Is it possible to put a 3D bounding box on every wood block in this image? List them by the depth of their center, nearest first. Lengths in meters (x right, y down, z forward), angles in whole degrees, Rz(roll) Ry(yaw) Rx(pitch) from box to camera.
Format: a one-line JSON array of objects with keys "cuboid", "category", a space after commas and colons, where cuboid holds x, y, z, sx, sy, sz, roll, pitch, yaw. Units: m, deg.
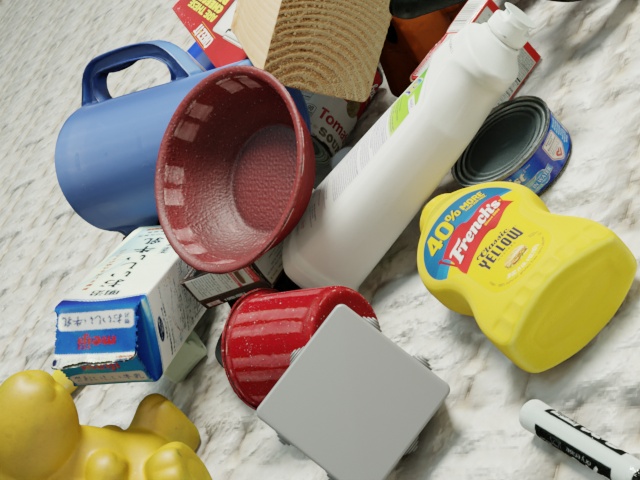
[{"cuboid": [-0.013, -0.193, 0.911, 0.206, 0.090, 0.091, -118, 41, -66], "category": "wood block"}]

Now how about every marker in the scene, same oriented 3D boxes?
[{"cuboid": [0.148, 0.114, 0.565, 0.020, 0.020, 0.121, -51, 28, -6], "category": "marker"}]

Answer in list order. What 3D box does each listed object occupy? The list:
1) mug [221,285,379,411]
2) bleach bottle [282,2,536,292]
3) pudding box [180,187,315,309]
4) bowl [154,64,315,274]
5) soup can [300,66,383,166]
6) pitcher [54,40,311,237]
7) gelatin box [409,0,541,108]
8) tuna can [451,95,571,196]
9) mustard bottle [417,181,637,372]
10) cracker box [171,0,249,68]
[{"cuboid": [-0.010, 0.088, 0.762, 0.082, 0.093, 0.117, -10, 75, 43], "category": "mug"}, {"cuboid": [0.068, -0.068, 0.797, 0.251, 0.068, 0.102, -50, 19, 27], "category": "bleach bottle"}, {"cuboid": [-0.056, 0.001, 0.908, 0.090, 0.039, 0.113, -21, 29, 43], "category": "pudding box"}, {"cuboid": [-0.057, -0.052, 0.832, 0.162, 0.055, 0.162, -7, 80, 40], "category": "bowl"}, {"cuboid": [0.007, -0.130, 1.021, 0.069, 0.068, 0.102, 3, 57, 56], "category": "soup can"}, {"cuboid": [-0.131, -0.099, 0.993, 0.243, 0.149, 0.145, -11, 52, 42], "category": "pitcher"}, {"cuboid": [0.125, -0.139, 0.860, 0.089, 0.073, 0.030, -53, 27, -8], "category": "gelatin box"}, {"cuboid": [0.140, -0.063, 0.784, 0.086, 0.033, 0.086, -35, 31, 24], "category": "tuna can"}, {"cuboid": [0.116, 0.009, 0.703, 0.096, 0.058, 0.192, -48, 27, 0], "category": "mustard bottle"}, {"cuboid": [-0.031, -0.257, 1.092, 0.214, 0.072, 0.164, -42, 45, 6], "category": "cracker box"}]
